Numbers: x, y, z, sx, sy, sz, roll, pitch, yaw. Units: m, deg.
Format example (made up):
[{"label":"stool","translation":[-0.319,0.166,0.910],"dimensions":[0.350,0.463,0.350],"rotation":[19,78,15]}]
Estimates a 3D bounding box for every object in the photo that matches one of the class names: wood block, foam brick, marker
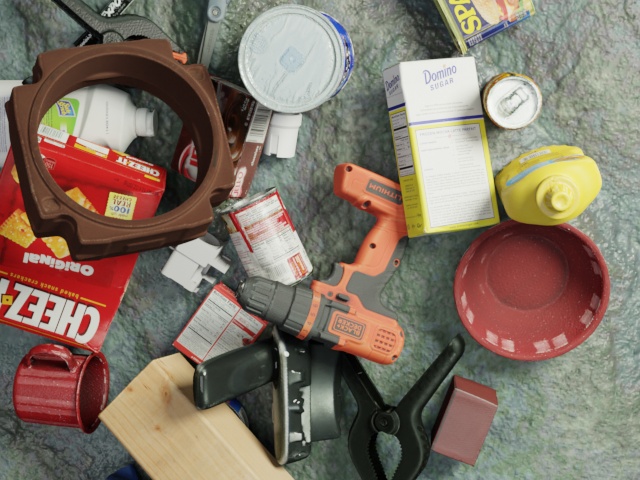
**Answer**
[{"label":"wood block","translation":[-0.127,0.229,1.144],"dimensions":[0.090,0.090,0.206],"rotation":[-45,81,9]},{"label":"foam brick","translation":[0.158,0.197,1.174],"dimensions":[0.051,0.053,0.078],"rotation":[20,104,3]},{"label":"marker","translation":[-0.224,-0.247,1.151],"dimensions":[0.020,0.020,0.121],"rotation":[44,102,-3]}]

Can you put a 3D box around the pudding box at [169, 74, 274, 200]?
[{"label":"pudding box","translation":[-0.104,-0.110,1.134],"dimensions":[0.090,0.039,0.113],"rotation":[27,103,31]}]

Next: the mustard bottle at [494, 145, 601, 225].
[{"label":"mustard bottle","translation":[0.225,-0.053,1.050],"dimensions":[0.096,0.191,0.058],"rotation":[-19,98,9]}]

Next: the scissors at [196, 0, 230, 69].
[{"label":"scissors","translation":[-0.092,-0.251,1.138],"dimensions":[0.096,0.016,0.202],"rotation":[1,101,6]}]

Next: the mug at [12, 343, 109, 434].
[{"label":"mug","translation":[-0.293,0.159,1.192],"dimensions":[0.081,0.093,0.117],"rotation":[4,135,10]}]

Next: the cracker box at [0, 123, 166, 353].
[{"label":"cracker box","translation":[-0.277,-0.002,1.142],"dimensions":[0.164,0.072,0.214],"rotation":[20,111,-14]}]

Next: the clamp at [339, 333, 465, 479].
[{"label":"clamp","translation":[0.084,0.189,1.158],"dimensions":[0.165,0.036,0.210],"rotation":[-4,92,27]}]

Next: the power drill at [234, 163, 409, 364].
[{"label":"power drill","translation":[0.021,0.019,1.115],"dimensions":[0.184,0.057,0.187],"rotation":[22,82,-12]}]

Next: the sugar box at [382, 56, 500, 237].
[{"label":"sugar box","translation":[0.124,-0.096,1.098],"dimensions":[0.093,0.048,0.176],"rotation":[-8,87,-26]}]

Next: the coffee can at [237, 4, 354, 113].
[{"label":"coffee can","translation":[-0.021,-0.184,1.079],"dimensions":[0.103,0.140,0.103],"rotation":[1,100,6]}]

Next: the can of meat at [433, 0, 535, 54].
[{"label":"can of meat","translation":[0.160,-0.254,1.090],"dimensions":[0.084,0.057,0.102],"rotation":[-27,97,7]}]

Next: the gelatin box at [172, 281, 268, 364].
[{"label":"gelatin box","translation":[-0.111,0.102,1.198],"dimensions":[0.073,0.030,0.089],"rotation":[37,102,0]}]

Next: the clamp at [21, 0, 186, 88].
[{"label":"clamp","translation":[-0.228,-0.214,1.125],"dimensions":[0.171,0.039,0.120],"rotation":[-1,93,-21]}]

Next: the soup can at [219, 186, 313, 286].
[{"label":"soup can","translation":[-0.058,0.001,1.154],"dimensions":[0.068,0.068,0.102],"rotation":[-23,97,10]}]

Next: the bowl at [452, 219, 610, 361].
[{"label":"bowl","translation":[0.221,0.044,1.132],"dimensions":[0.162,0.055,0.162],"rotation":[2,109,5]}]

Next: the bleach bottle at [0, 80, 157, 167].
[{"label":"bleach bottle","translation":[-0.303,-0.122,1.162],"dimensions":[0.251,0.068,0.102],"rotation":[2,104,3]}]
